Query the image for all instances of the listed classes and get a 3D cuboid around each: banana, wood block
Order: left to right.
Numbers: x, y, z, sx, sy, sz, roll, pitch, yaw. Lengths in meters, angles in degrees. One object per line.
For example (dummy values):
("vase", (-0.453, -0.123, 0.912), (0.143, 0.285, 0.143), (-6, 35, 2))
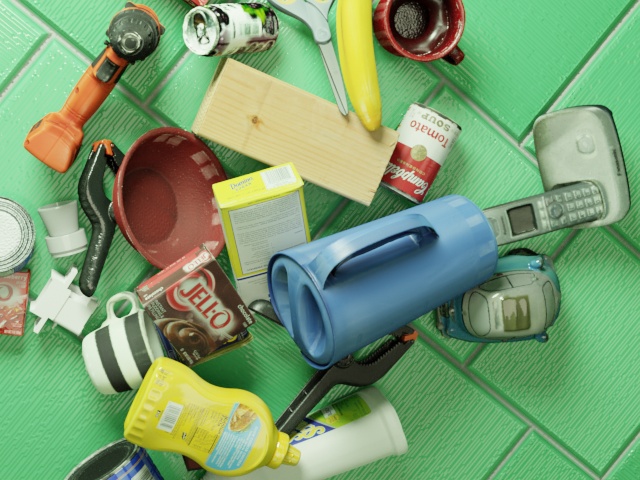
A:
("wood block", (-0.029, -0.122, 1.190), (0.206, 0.090, 0.091), (22, 95, -14))
("banana", (0.045, -0.218, 1.157), (0.069, 0.037, 0.198), (26, 58, -48))

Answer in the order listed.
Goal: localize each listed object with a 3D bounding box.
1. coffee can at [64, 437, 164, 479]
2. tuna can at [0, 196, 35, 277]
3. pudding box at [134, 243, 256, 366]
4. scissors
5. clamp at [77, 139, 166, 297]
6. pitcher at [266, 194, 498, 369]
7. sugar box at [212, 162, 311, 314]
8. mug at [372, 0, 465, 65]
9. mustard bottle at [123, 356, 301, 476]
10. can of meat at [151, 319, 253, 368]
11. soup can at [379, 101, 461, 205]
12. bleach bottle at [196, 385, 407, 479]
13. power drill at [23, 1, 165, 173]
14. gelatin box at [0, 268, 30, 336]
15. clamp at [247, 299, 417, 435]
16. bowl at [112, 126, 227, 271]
("coffee can", (-0.215, 0.310, 1.215), (0.102, 0.103, 0.140), (-30, 103, -5))
("tuna can", (-0.353, -0.003, 1.159), (0.086, 0.034, 0.086), (4, 74, -13))
("pudding box", (-0.133, 0.070, 1.145), (0.090, 0.039, 0.113), (-34, 134, -4))
("scissors", (-0.017, -0.230, 1.173), (0.096, 0.016, 0.202), (0, 73, 2))
("clamp", (-0.217, -0.026, 1.188), (0.120, 0.039, 0.171), (-4, 93, -43))
("pitcher", (0.075, 0.031, 1.165), (0.242, 0.149, 0.145), (-23, 107, -25))
("sugar box", (-0.058, 0.001, 1.183), (0.093, 0.048, 0.176), (-16, 138, -8))
("mug", (0.115, -0.240, 1.203), (0.117, 0.081, 0.093), (38, 90, -14))
("mustard bottle", (-0.109, 0.204, 1.161), (0.191, 0.058, 0.096), (24, 97, -14))
("can of meat", (-0.139, 0.091, 1.220), (0.102, 0.057, 0.084), (-22, 100, -7))
("soup can", (0.111, -0.100, 1.232), (0.068, 0.068, 0.102), (29, 92, -14))
("bleach bottle", (-0.031, 0.252, 1.241), (0.250, 0.103, 0.068), (-22, 107, -8))
("power drill", (-0.231, -0.161, 1.106), (0.057, 0.184, 0.188), (37, 100, -14))
("gelatin box", (-0.370, 0.065, 1.183), (0.089, 0.030, 0.073), (7, 97, -12))
("clamp", (0.014, 0.122, 1.242), (0.209, 0.036, 0.164), (-19, 103, -22))
("bowl", (-0.172, -0.041, 1.169), (0.161, 0.055, 0.162), (10, 76, -47))
